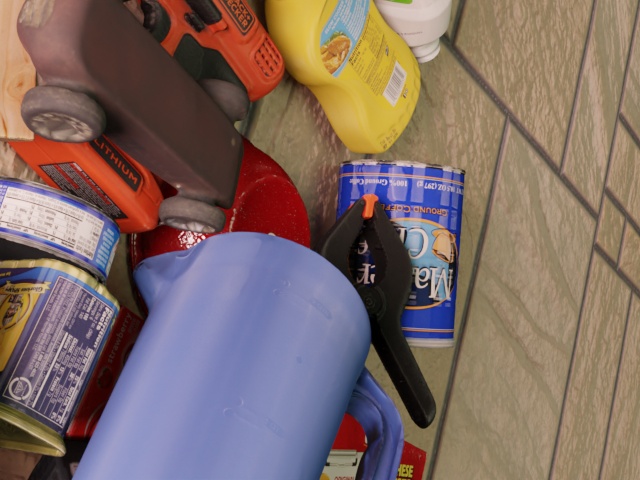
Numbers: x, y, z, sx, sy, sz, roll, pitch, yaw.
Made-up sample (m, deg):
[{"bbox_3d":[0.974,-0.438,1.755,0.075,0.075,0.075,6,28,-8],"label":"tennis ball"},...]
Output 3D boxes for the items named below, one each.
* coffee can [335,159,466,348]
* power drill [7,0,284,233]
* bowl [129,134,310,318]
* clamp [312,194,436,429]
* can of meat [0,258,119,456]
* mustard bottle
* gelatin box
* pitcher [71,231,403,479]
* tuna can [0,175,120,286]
[{"bbox_3d":[0.060,0.011,0.851,0.102,0.103,0.140,7,87,-54],"label":"coffee can"},{"bbox_3d":[-0.110,-0.113,0.641,0.184,0.057,0.187,51,54,-34],"label":"power drill"},{"bbox_3d":[-0.055,0.001,0.731,0.161,0.055,0.162,-6,98,-55],"label":"bowl"},{"bbox_3d":[0.019,0.052,0.762,0.120,0.039,0.171,1,73,-27],"label":"clamp"},{"bbox_3d":[-0.160,0.058,0.548,0.057,0.102,0.084,44,56,-41],"label":"can of meat"},{"bbox_3d":[0.009,-0.155,0.805,0.191,0.058,0.096,47,59,-46],"label":"mustard bottle"},{"bbox_3d":[-0.125,0.094,0.661,0.073,0.030,0.089,45,57,-46],"label":"gelatin box"},{"bbox_3d":[-0.051,0.120,0.563,0.242,0.149,0.145,-69,151,-51],"label":"pitcher"},{"bbox_3d":[-0.151,-0.002,0.568,0.086,0.086,0.033,37,62,-50],"label":"tuna can"}]
